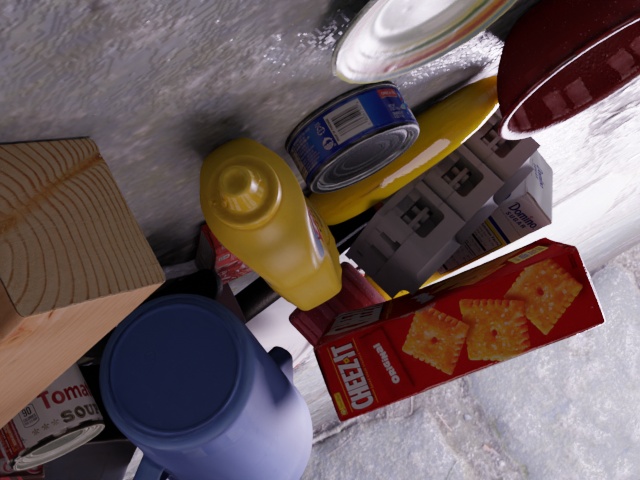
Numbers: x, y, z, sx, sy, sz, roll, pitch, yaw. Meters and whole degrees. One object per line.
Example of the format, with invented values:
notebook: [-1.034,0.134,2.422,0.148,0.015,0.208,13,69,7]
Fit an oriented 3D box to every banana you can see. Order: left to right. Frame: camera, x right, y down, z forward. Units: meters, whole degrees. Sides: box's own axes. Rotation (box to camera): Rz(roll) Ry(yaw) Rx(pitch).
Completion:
banana: [0.053,-0.061,0.801,0.198,0.037,0.069,-32,-164,27]

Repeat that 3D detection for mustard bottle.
mustard bottle: [-0.033,-0.014,0.660,0.058,0.096,0.191,-29,167,2]

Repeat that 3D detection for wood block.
wood block: [-0.188,0.042,0.565,0.206,0.090,0.090,-39,163,36]

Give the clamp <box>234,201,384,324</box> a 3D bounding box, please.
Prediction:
clamp: [-0.020,0.023,0.934,0.164,0.036,0.210,-31,171,-42]

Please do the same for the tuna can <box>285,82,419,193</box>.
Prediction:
tuna can: [0.022,-0.067,0.710,0.086,0.034,0.086,-27,167,-7]

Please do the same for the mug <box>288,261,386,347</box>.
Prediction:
mug: [0.032,0.066,1.018,0.117,0.081,0.093,-44,178,-20]

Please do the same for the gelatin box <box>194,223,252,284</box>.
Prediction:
gelatin box: [-0.055,0.001,0.812,0.073,0.030,0.089,-25,166,-18]

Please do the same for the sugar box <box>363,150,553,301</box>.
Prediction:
sugar box: [0.126,-0.016,0.974,0.176,0.048,0.093,-32,-158,29]

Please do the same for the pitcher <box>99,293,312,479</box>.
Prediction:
pitcher: [-0.089,0.135,0.806,0.145,0.149,0.243,-13,158,1]

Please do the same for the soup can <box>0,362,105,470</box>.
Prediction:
soup can: [-0.195,0.093,0.713,0.068,0.102,0.068,-27,166,-7]

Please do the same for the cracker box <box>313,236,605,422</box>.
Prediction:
cracker box: [0.109,0.066,0.874,0.214,0.072,0.164,-21,180,6]

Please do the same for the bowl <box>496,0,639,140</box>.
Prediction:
bowl: [0.178,-0.135,0.726,0.162,0.055,0.162,-27,167,-7]
